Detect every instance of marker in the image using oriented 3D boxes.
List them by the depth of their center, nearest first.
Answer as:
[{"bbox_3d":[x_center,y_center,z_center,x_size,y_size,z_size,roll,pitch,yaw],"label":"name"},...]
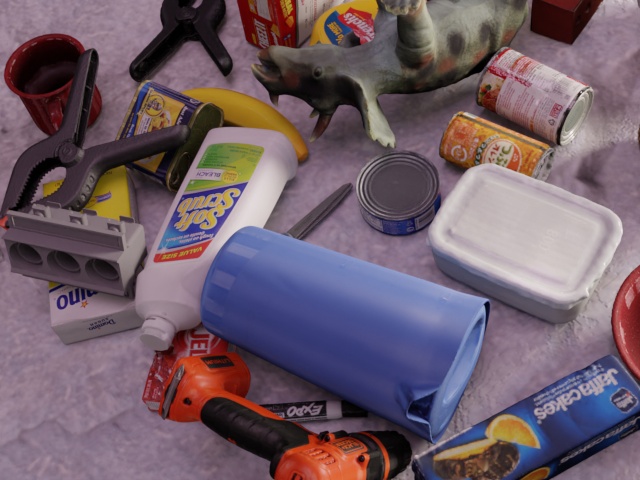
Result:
[{"bbox_3d":[-0.012,0.156,0.979,0.121,0.020,0.020,-5,57,7],"label":"marker"}]

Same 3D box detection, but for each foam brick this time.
[{"bbox_3d":[0.273,-0.265,1.176,0.051,0.053,0.078,28,67,24],"label":"foam brick"}]

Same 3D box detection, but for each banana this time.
[{"bbox_3d":[-0.101,-0.131,1.168,0.198,0.037,0.069,9,89,18],"label":"banana"}]

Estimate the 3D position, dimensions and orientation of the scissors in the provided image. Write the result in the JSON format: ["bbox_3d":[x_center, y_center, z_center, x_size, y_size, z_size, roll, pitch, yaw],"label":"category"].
[{"bbox_3d":[-0.057,0.001,1.086,0.096,0.016,0.201,24,65,22],"label":"scissors"}]

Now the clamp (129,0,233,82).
[{"bbox_3d":[-0.163,-0.248,1.248,0.120,0.039,0.171,-5,51,1],"label":"clamp"}]

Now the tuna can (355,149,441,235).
[{"bbox_3d":[0.080,-0.048,1.083,0.086,0.034,0.086,-5,58,7],"label":"tuna can"}]

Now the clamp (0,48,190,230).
[{"bbox_3d":[-0.256,-0.094,1.103,0.210,0.036,0.165,-41,65,-3],"label":"clamp"}]

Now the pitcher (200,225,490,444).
[{"bbox_3d":[0.024,0.071,0.959,0.243,0.149,0.145,21,75,18],"label":"pitcher"}]

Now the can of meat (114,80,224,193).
[{"bbox_3d":[-0.164,-0.111,1.134,0.084,0.057,0.102,25,92,23],"label":"can of meat"}]

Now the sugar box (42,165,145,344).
[{"bbox_3d":[-0.231,0.012,1.092,0.093,0.048,0.176,-14,56,1],"label":"sugar box"}]

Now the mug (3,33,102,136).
[{"bbox_3d":[-0.291,-0.161,1.189,0.093,0.081,0.117,-18,57,-2],"label":"mug"}]

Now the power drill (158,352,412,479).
[{"bbox_3d":[-0.028,0.158,0.904,0.188,0.184,0.057,24,99,28],"label":"power drill"}]

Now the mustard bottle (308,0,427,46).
[{"bbox_3d":[0.048,-0.224,1.184,0.191,0.058,0.096,-31,74,-9],"label":"mustard bottle"}]

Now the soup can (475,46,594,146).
[{"bbox_3d":[0.221,-0.149,1.102,0.102,0.068,0.068,32,68,25],"label":"soup can"}]

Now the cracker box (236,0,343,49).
[{"bbox_3d":[-0.010,-0.335,1.201,0.072,0.164,0.213,31,68,23],"label":"cracker box"}]

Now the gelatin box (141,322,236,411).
[{"bbox_3d":[-0.123,0.119,1.015,0.073,0.030,0.089,3,59,11],"label":"gelatin box"}]

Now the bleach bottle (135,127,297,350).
[{"bbox_3d":[-0.108,-0.001,1.050,0.103,0.068,0.250,6,53,21],"label":"bleach bottle"}]
